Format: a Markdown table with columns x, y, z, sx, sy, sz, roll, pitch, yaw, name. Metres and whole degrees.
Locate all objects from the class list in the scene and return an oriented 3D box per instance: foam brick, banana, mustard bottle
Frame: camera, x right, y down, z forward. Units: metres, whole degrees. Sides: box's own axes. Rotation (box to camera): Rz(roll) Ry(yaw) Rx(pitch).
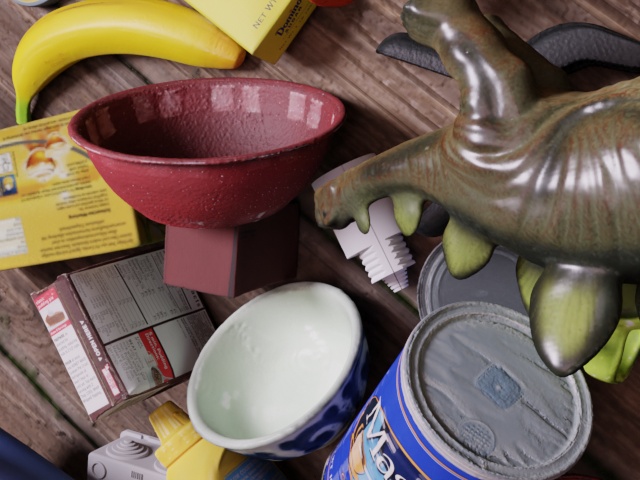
| x | y | z | sx | sy | sz | roll | pitch | yaw | name |
| --- | --- | --- | --- | --- | --- | --- | --- | --- | --- |
| -0.054 | 0.001 | 0.671 | 0.051 | 0.078 | 0.053 | 10 | 101 | 27 | foam brick |
| -0.142 | -0.131 | 0.720 | 0.198 | 0.037 | 0.069 | -9 | 122 | 30 | banana |
| -0.043 | 0.180 | 0.674 | 0.058 | 0.096 | 0.191 | -42 | 83 | 23 | mustard bottle |

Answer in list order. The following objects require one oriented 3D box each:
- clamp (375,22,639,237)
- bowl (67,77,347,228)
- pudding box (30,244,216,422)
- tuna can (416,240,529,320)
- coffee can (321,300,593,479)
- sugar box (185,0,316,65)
| x | y | z | sx | sy | sz | roll | pitch | yaw | name |
| --- | --- | --- | --- | --- | --- | --- | --- | --- | --- |
| 0.115 | -0.065 | 0.597 | 0.172 | 0.039 | 0.120 | -2 | 98 | 27 | clamp |
| -0.064 | -0.049 | 0.629 | 0.162 | 0.161 | 0.055 | 10 | 116 | 25 | bowl |
| -0.120 | 0.056 | 0.692 | 0.039 | 0.113 | 0.090 | -32 | 83 | 30 | pudding box |
| 0.102 | 0.032 | 0.622 | 0.086 | 0.033 | 0.086 | 4 | 100 | 26 | tuna can |
| 0.069 | 0.113 | 0.583 | 0.103 | 0.102 | 0.140 | 43 | 141 | 14 | coffee can |
| -0.072 | -0.198 | 0.660 | 0.176 | 0.048 | 0.093 | 39 | 101 | 13 | sugar box |
